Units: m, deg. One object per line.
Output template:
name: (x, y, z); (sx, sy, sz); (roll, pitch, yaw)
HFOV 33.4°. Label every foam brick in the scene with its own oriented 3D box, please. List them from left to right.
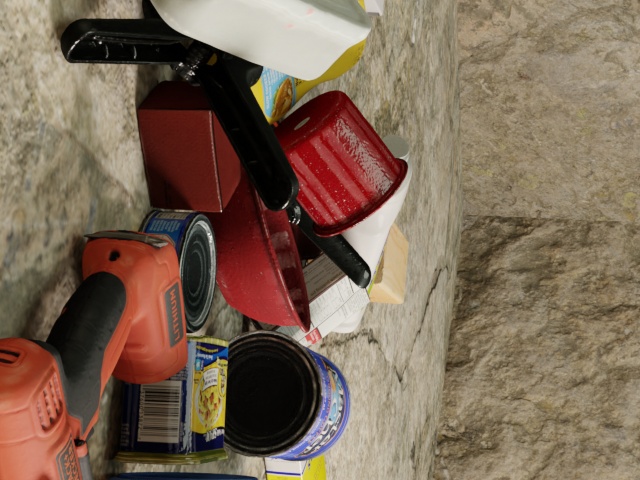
foam brick: (-0.089, -0.065, 0.732); (0.051, 0.053, 0.078); (-68, 159, -56)

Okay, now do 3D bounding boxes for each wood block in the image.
wood block: (0.050, 0.022, 1.327); (0.206, 0.091, 0.090); (42, 53, -75)

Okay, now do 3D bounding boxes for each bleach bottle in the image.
bleach bottle: (0.042, -0.011, 1.078); (0.251, 0.068, 0.102); (109, 1, -54)

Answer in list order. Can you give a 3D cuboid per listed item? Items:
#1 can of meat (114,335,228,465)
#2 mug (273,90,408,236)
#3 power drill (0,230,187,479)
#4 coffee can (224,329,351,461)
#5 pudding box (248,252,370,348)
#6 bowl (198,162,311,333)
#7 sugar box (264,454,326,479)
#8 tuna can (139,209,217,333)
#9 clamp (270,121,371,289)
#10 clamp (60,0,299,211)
can of meat: (-0.097, 0.106, 0.722); (0.102, 0.057, 0.084); (39, 53, -77)
mug: (0.002, -0.063, 0.850); (0.093, 0.117, 0.081); (-49, 113, -25)
power drill: (-0.126, 0.095, 0.581); (0.187, 0.057, 0.184); (-70, 163, -57)
coffee can: (-0.035, 0.136, 0.917); (0.140, 0.103, 0.103); (48, 46, -73)
pudding box: (-0.010, 0.061, 1.019); (0.113, 0.039, 0.090); (-38, 153, -9)
bowl: (-0.055, 0.001, 0.833); (0.162, 0.055, 0.162); (-16, 90, -86)
sugar box: (-0.025, 0.234, 1.128); (0.093, 0.048, 0.176); (-68, 159, -57)
tuna can: (-0.100, 0.022, 0.744); (0.086, 0.034, 0.086); (3, 90, -78)
clamp: (-0.038, -0.020, 0.934); (0.039, 0.120, 0.171); (-68, 137, -75)
clamp: (-0.084, -0.123, 0.676); (0.164, 0.036, 0.210); (34, 29, -29)
